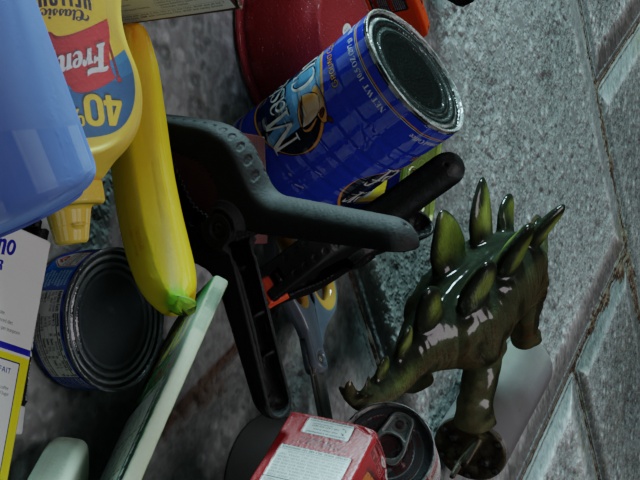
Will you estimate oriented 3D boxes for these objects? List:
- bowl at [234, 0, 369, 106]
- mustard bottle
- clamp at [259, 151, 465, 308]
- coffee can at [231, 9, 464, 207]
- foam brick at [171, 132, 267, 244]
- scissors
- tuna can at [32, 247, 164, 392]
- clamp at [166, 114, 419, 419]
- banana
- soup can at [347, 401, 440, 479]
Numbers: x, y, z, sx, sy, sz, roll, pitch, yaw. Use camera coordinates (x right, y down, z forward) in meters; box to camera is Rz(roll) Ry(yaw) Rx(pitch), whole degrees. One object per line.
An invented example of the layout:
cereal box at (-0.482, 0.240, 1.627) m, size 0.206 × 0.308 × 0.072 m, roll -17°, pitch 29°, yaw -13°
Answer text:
bowl at (-0.001, -0.162, 0.857) m, size 0.161 × 0.055 × 0.162 m, roll 10°, pitch 78°, yaw -58°
mustard bottle at (-0.147, -0.093, 0.585) m, size 0.096 × 0.058 × 0.191 m, roll -6°, pitch 89°, yaw -36°
clamp at (0.028, 0.001, 0.793) m, size 0.039 × 0.171 × 0.120 m, roll 59°, pitch -8°, yaw 22°
coffee can at (0.017, -0.083, 0.767) m, size 0.102 × 0.141 × 0.103 m, roll 35°, pitch 36°, yaw -31°
foam brick at (-0.072, -0.034, 0.732) m, size 0.052 × 0.051 × 0.078 m, roll 2°, pitch 85°, yaw -60°
scissors at (0.002, 0.084, 0.822) m, size 0.096 × 0.016 × 0.202 m, roll 0°, pitch 70°, yaw -63°
tuna can at (-0.134, 0.047, 0.639) m, size 0.086 × 0.034 × 0.086 m, roll 9°, pitch 80°, yaw -58°
clamp at (-0.054, 0.001, 0.670) m, size 0.036 × 0.210 × 0.165 m, roll -18°, pitch 142°, yaw -56°
banana at (-0.099, -0.033, 0.633) m, size 0.037 × 0.070 × 0.198 m, roll -1°, pitch 62°, yaw -31°
soup can at (0.053, 0.163, 0.784) m, size 0.102 × 0.068 × 0.068 m, roll 68°, pitch 29°, yaw -67°
